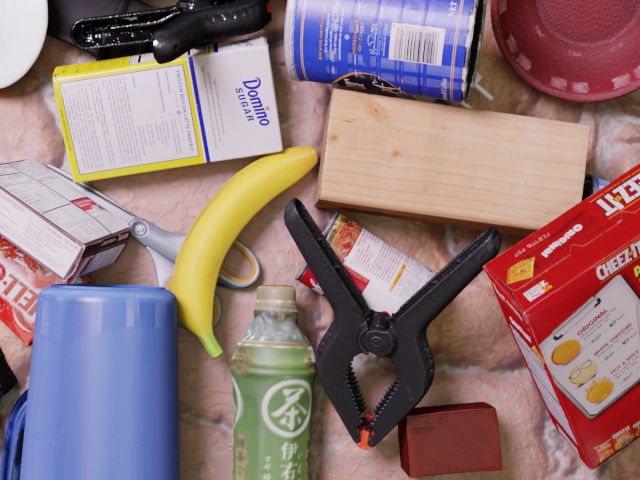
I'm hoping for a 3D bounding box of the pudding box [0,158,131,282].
[{"bbox_3d":[-0.219,-0.019,0.854,0.113,0.090,0.039,33,107,8],"label":"pudding box"}]

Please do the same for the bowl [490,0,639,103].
[{"bbox_3d":[0.224,-0.199,0.886,0.162,0.055,0.162,5,115,11],"label":"bowl"}]

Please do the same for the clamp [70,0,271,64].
[{"bbox_3d":[-0.099,-0.172,0.851,0.171,0.120,0.039,-22,124,-31],"label":"clamp"}]

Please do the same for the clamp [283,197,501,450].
[{"bbox_3d":[0.037,0.066,0.838,0.164,0.036,0.210,15,114,6],"label":"clamp"}]

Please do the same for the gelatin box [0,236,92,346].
[{"bbox_3d":[-0.247,0.032,0.890,0.089,0.030,0.073,45,87,0],"label":"gelatin box"}]

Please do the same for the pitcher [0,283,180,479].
[{"bbox_3d":[-0.180,0.156,0.838,0.149,0.145,0.243,2,89,-12],"label":"pitcher"}]

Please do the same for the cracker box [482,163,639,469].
[{"bbox_3d":[0.236,0.059,0.831,0.164,0.072,0.213,-33,130,-3],"label":"cracker box"}]

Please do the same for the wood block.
[{"bbox_3d":[0.104,-0.059,0.877,0.206,0.091,0.090,8,88,-2],"label":"wood block"}]

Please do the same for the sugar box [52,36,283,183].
[{"bbox_3d":[-0.124,-0.108,0.880,0.176,0.048,0.093,-9,113,-5],"label":"sugar box"}]

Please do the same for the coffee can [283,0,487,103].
[{"bbox_3d":[0.052,-0.166,0.827,0.140,0.102,0.103,9,87,11],"label":"coffee can"}]

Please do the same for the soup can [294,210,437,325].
[{"bbox_3d":[0.039,0.030,0.882,0.102,0.068,0.068,32,87,-1],"label":"soup can"}]

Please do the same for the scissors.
[{"bbox_3d":[-0.152,0.011,0.900,0.201,0.016,0.096,19,83,-2],"label":"scissors"}]

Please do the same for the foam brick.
[{"bbox_3d":[0.106,0.165,0.888,0.078,0.051,0.053,-4,87,-3],"label":"foam brick"}]

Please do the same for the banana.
[{"bbox_3d":[-0.073,-0.004,0.884,0.069,0.037,0.197,30,78,-20],"label":"banana"}]
